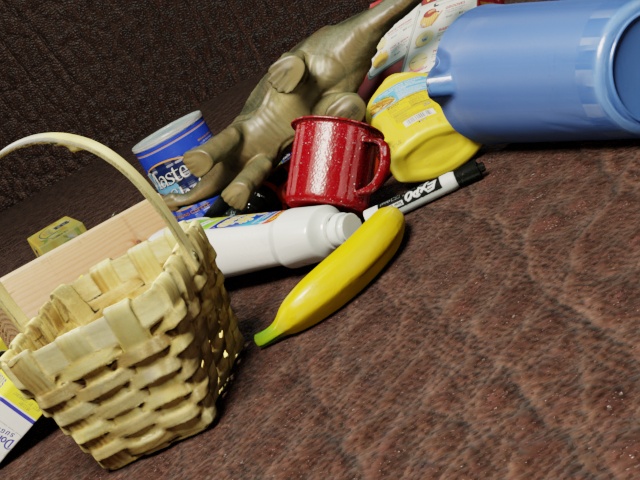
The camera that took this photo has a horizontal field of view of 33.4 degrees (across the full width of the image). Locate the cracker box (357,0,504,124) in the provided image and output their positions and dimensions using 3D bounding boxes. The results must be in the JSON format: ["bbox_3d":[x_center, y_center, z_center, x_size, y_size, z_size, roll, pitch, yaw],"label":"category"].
[{"bbox_3d":[0.134,-0.223,1.269,0.164,0.072,0.213,-20,45,32],"label":"cracker box"}]

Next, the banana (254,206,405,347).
[{"bbox_3d":[0.022,0.018,0.884,0.070,0.037,0.197,-11,23,50],"label":"banana"}]

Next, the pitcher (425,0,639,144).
[{"bbox_3d":[0.218,-0.148,0.920,0.149,0.145,0.243,-55,23,-8],"label":"pitcher"}]

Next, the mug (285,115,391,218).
[{"bbox_3d":[0.020,-0.068,1.025,0.117,0.081,0.093,0,-13,42],"label":"mug"}]

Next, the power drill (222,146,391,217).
[{"bbox_3d":[-0.008,-0.069,1.204,0.188,0.057,0.184,-18,18,39],"label":"power drill"}]

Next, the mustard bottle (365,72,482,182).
[{"bbox_3d":[0.097,-0.130,1.114,0.096,0.058,0.192,-26,30,4],"label":"mustard bottle"}]

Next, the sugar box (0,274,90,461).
[{"bbox_3d":[-0.254,0.118,0.953,0.176,0.048,0.093,-47,18,-2],"label":"sugar box"}]

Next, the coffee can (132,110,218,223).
[{"bbox_3d":[-0.167,-0.084,1.399,0.103,0.140,0.103,-27,14,7],"label":"coffee can"}]

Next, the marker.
[{"bbox_3d":[0.097,-0.043,0.990,0.121,0.020,0.020,-25,15,16],"label":"marker"}]

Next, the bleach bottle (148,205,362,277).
[{"bbox_3d":[-0.057,0.001,1.044,0.251,0.068,0.102,-9,8,43],"label":"bleach bottle"}]

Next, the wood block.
[{"bbox_3d":[-0.245,0.044,1.141,0.205,0.091,0.090,-32,-1,-31],"label":"wood block"}]
